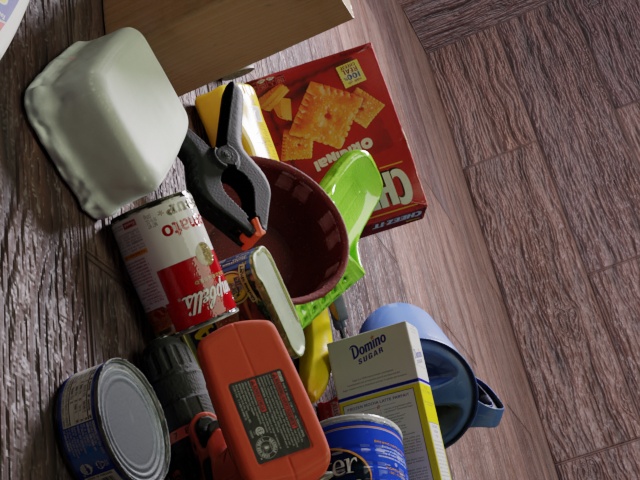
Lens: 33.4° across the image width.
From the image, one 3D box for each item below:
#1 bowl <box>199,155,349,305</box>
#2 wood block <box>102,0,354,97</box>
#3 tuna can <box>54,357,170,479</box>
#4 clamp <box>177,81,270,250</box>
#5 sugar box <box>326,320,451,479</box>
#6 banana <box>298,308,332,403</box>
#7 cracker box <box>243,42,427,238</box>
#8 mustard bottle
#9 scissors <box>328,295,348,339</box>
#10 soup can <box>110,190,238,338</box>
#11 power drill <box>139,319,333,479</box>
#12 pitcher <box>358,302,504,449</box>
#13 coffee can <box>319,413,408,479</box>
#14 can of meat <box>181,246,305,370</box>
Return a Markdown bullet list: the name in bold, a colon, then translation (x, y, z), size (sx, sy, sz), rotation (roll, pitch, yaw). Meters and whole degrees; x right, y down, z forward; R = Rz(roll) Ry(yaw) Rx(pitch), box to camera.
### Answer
- **bowl**: translation (-0.056, 0.001, 0.990), size (0.162, 0.055, 0.162), rotation (14, 54, -19)
- **wood block**: translation (-0.087, -0.218, 0.977), size (0.090, 0.206, 0.090), rotation (48, 25, -53)
- **tuna can**: translation (-0.132, 0.120, 0.679), size (0.086, 0.034, 0.086), rotation (-21, 90, -76)
- **clamp**: translation (-0.087, -0.075, 0.963), size (0.120, 0.039, 0.171), rotation (-25, 80, -36)
- **sugar box**: translation (0.070, 0.179, 1.086), size (0.048, 0.093, 0.176), rotation (36, 40, -60)
- **banana**: translation (-0.017, 0.091, 1.151), size (0.069, 0.037, 0.198), rotation (23, 44, -46)
- **cracker box**: translation (0.016, -0.108, 1.265), size (0.072, 0.164, 0.214), rotation (88, -16, -78)
- **mustard bottle**: translation (-0.069, -0.068, 1.128), size (0.191, 0.058, 0.096), rotation (69, 16, 2)
- **scissors**: translation (0.013, 0.075, 1.243), size (0.202, 0.016, 0.096), rotation (83, -17, -69)
- **soup can**: translation (-0.113, 0.020, 0.824), size (0.102, 0.068, 0.068), rotation (68, 14, -1)
- **power drill**: translation (-0.064, 0.121, 0.701), size (0.184, 0.057, 0.188), rotation (64, -26, 18)
- **pitcher**: translation (0.113, 0.155, 1.264), size (0.149, 0.145, 0.243), rotation (61, 4, -9)
- **coffee can**: translation (0.035, 0.245, 0.974), size (0.102, 0.103, 0.140), rotation (54, 21, -45)
- **can of meat**: translation (-0.069, 0.064, 0.889), size (0.057, 0.084, 0.102), rotation (-60, 128, -72)
